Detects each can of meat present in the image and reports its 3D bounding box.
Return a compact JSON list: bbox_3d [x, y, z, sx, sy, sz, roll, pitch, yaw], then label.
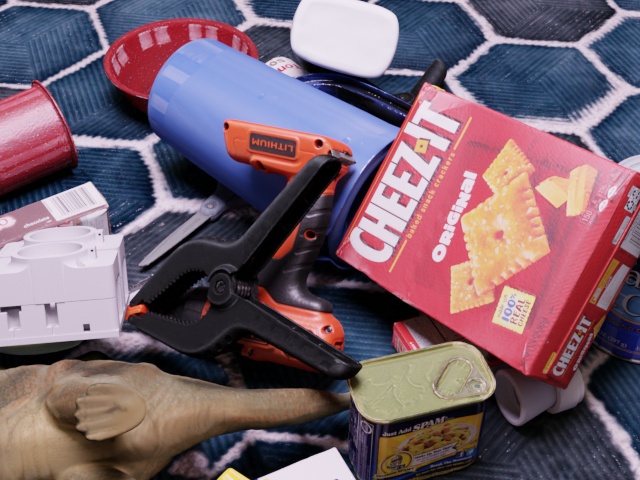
[{"bbox_3d":[0.070,0.128,0.772,0.102,0.084,0.057,-11,43,-13],"label":"can of meat"}]

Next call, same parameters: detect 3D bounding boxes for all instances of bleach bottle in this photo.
[{"bbox_3d":[0.021,-0.209,1.102,0.102,0.068,0.251,15,9,-2],"label":"bleach bottle"}]

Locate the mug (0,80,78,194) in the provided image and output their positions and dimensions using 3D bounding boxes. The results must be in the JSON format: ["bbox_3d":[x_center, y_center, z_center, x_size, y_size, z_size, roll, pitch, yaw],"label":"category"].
[{"bbox_3d":[-0.295,-0.096,1.030,0.081,0.093,0.117,-28,18,-22],"label":"mug"}]

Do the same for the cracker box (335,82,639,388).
[{"bbox_3d":[0.131,-0.010,0.821,0.214,0.164,0.072,32,7,42],"label":"cracker box"}]

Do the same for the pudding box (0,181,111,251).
[{"bbox_3d":[-0.231,0.012,0.896,0.113,0.090,0.039,-23,49,-26],"label":"pudding box"}]

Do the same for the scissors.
[{"bbox_3d":[-0.082,-0.028,0.999,0.096,0.016,0.201,14,43,15],"label":"scissors"}]

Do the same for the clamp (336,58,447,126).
[{"bbox_3d":[0.093,-0.139,1.109,0.120,0.039,0.171,-16,45,-5],"label":"clamp"}]

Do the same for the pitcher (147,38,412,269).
[{"bbox_3d":[-0.030,-0.094,0.970,0.243,0.145,0.149,33,16,24],"label":"pitcher"}]

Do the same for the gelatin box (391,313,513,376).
[{"bbox_3d":[0.113,0.088,0.860,0.089,0.030,0.073,-15,42,-16],"label":"gelatin box"}]

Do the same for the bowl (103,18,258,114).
[{"bbox_3d":[-0.146,-0.172,1.132,0.162,0.055,0.162,0,41,0],"label":"bowl"}]

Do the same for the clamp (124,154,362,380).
[{"bbox_3d":[-0.059,0.045,0.796,0.210,0.036,0.164,-23,66,28],"label":"clamp"}]

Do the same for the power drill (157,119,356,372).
[{"bbox_3d":[-0.056,0.001,0.858,0.185,0.188,0.057,11,3,21],"label":"power drill"}]
